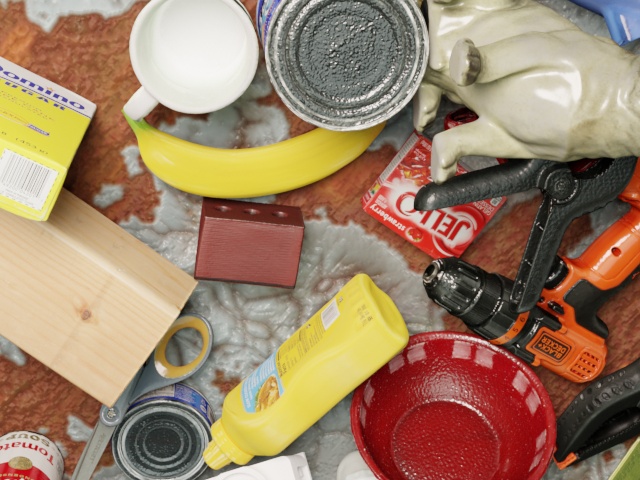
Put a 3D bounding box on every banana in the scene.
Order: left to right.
[{"bbox_3d":[-0.049,-0.065,0.798,0.197,0.037,0.070,0,111,-5],"label":"banana"}]

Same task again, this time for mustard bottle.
[{"bbox_3d":[-0.019,0.113,0.835,0.192,0.096,0.058,-42,109,10],"label":"mustard bottle"}]

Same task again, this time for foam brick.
[{"bbox_3d":[-0.055,0.001,0.814,0.078,0.053,0.051,6,110,-9],"label":"foam brick"}]

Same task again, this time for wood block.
[{"bbox_3d":[-0.203,0.016,0.766,0.206,0.090,0.091,36,103,-5],"label":"wood block"}]

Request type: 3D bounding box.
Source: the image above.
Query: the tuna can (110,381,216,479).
[{"bbox_3d":[-0.128,0.160,0.876,0.086,0.034,0.086,-2,110,-5],"label":"tuna can"}]

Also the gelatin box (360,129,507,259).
[{"bbox_3d":[0.088,-0.031,0.827,0.089,0.030,0.073,35,104,-16],"label":"gelatin box"}]

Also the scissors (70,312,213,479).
[{"bbox_3d":[-0.142,0.131,0.837,0.096,0.016,0.202,10,90,1],"label":"scissors"}]

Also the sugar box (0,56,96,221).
[{"bbox_3d":[-0.205,-0.075,0.705,0.093,0.176,0.048,26,108,-15],"label":"sugar box"}]

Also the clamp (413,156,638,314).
[{"bbox_3d":[0.150,-0.043,0.736,0.120,0.039,0.171,36,97,-21],"label":"clamp"}]

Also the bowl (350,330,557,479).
[{"bbox_3d":[0.103,0.153,0.852,0.162,0.162,0.055,-3,142,-4],"label":"bowl"}]

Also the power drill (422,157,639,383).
[{"bbox_3d":[0.192,0.009,0.828,0.184,0.057,0.188,28,108,-28],"label":"power drill"}]

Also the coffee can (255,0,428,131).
[{"bbox_3d":[0.010,-0.140,0.720,0.102,0.140,0.103,-2,110,-5],"label":"coffee can"}]

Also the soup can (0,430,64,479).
[{"bbox_3d":[-0.242,0.204,0.845,0.068,0.102,0.068,-2,110,-5],"label":"soup can"}]
